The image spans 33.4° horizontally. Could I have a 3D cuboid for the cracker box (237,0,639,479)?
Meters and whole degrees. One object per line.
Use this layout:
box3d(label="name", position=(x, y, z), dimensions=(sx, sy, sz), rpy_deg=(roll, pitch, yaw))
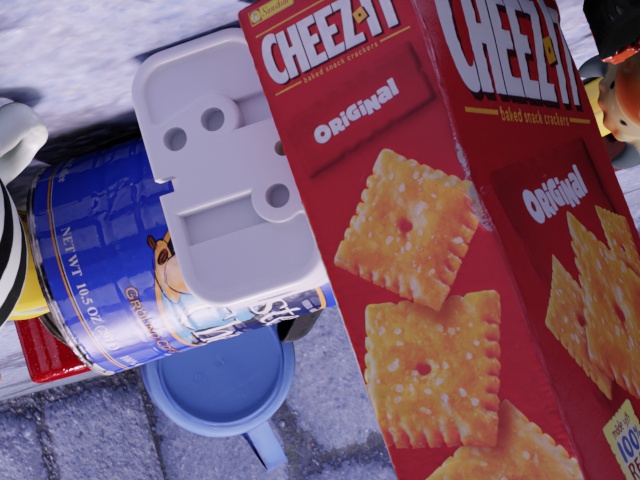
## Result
box3d(label="cracker box", position=(0.071, 0.007, 0.398), dimensions=(0.072, 0.214, 0.163), rpy_deg=(-22, 173, 29))

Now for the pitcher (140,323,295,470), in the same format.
box3d(label="pitcher", position=(-0.079, 0.106, 0.869), dimensions=(0.149, 0.145, 0.243), rpy_deg=(16, 173, -5))

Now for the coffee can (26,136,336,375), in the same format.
box3d(label="coffee can", position=(-0.047, -0.006, 0.490), dimensions=(0.140, 0.103, 0.102), rpy_deg=(-17, 174, 8))

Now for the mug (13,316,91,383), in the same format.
box3d(label="mug", position=(-0.187, 0.061, 0.840), dimensions=(0.117, 0.081, 0.093), rpy_deg=(-11, 172, -45))
